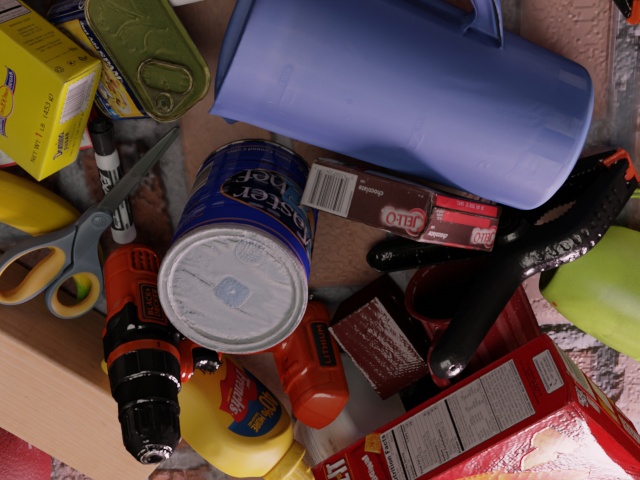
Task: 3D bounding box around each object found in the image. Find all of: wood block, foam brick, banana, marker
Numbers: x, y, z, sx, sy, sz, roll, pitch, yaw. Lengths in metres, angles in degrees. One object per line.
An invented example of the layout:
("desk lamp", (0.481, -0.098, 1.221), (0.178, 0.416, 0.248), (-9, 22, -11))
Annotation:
("wood block", (-0.216, 0.111, 0.886), (0.206, 0.090, 0.091), (34, 117, -14))
("foam brick", (0.052, 0.077, 0.857), (0.051, 0.053, 0.078), (-34, 99, 21))
("banana", (-0.235, -0.015, 0.821), (0.197, 0.037, 0.069), (36, 80, -36))
("marker", (-0.159, -0.045, 0.813), (0.020, 0.020, 0.121), (2, 137, 4))

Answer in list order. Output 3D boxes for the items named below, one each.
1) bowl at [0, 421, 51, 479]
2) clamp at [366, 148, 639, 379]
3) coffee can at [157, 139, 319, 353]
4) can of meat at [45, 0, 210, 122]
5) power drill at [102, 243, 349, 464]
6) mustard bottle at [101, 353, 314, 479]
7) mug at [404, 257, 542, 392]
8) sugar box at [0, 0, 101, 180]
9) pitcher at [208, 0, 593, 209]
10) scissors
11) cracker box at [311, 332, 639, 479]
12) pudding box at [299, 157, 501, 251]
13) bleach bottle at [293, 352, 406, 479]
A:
("bowl", (-0.289, 0.169, 0.913), (0.162, 0.162, 0.055), (33, 82, -14))
("clamp", (0.140, 0.007, 0.772), (0.210, 0.164, 0.036), (-29, 123, 9))
("coffee can", (-0.055, 0.001, 0.780), (0.103, 0.140, 0.103), (2, 120, 3))
("can of meat", (-0.135, -0.131, 0.738), (0.084, 0.057, 0.102), (6, 134, 55))
("power drill", (-0.072, 0.092, 0.805), (0.187, 0.184, 0.057), (15, 133, -31))
("mustard bottle", (-0.081, 0.134, 0.862), (0.191, 0.096, 0.058), (42, 114, -2))
("mug", (0.118, 0.068, 0.823), (0.093, 0.117, 0.081), (-2, 129, 38))
("sugar box", (-0.235, -0.130, 0.730), (0.176, 0.048, 0.093), (36, 131, 9))
("pitcher", (0.058, -0.115, 0.712), (0.242, 0.149, 0.145), (19, 87, -10))
("scissors", (-0.164, -0.004, 0.823), (0.202, 0.016, 0.096), (-33, 134, 9))
("cracker box", (0.128, 0.182, 0.819), (0.214, 0.072, 0.164), (-34, 133, 17))
("pudding box", (0.057, -0.024, 0.754), (0.114, 0.089, 0.039), (21, 98, 40))
("bleach bottle", (-0.006, 0.218, 0.936), (0.068, 0.102, 0.251), (4, 131, -27))
